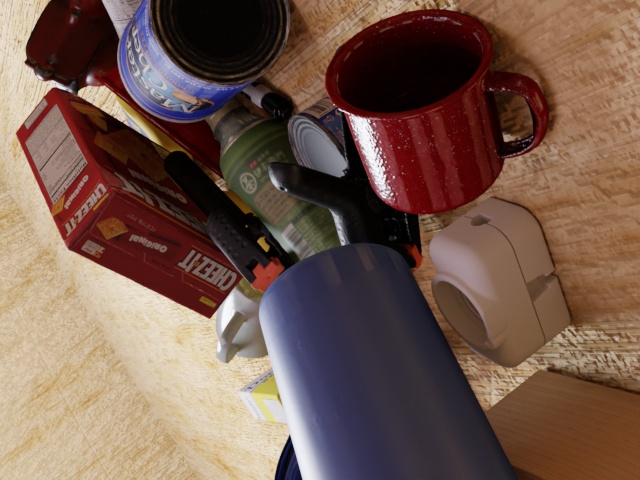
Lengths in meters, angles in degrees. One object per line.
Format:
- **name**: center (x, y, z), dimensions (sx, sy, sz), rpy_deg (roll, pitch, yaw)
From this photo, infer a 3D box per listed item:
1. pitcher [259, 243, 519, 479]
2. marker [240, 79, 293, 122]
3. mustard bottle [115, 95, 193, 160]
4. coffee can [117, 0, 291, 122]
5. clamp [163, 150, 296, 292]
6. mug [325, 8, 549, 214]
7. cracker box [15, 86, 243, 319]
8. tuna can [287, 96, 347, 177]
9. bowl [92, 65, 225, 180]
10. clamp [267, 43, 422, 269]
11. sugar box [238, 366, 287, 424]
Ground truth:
- **pitcher**: center (0.037, 0.131, 0.669), dimensions (0.145, 0.149, 0.243), rpy_deg (92, 160, -56)
- **marker**: center (-0.062, -0.130, 0.898), dimensions (0.121, 0.020, 0.020), rpy_deg (40, 156, 40)
- **mustard bottle**: center (-0.176, -0.121, 1.134), dimensions (0.096, 0.058, 0.191), rpy_deg (53, 163, 35)
- **coffee can**: center (-0.092, -0.152, 0.806), dimensions (0.103, 0.102, 0.140), rpy_deg (58, 161, -6)
- **clamp**: center (-0.056, 0.001, 0.942), dimensions (0.164, 0.036, 0.210), rpy_deg (36, -172, -28)
- **mug**: center (0.069, -0.069, 0.595), dimensions (0.117, 0.093, 0.081), rpy_deg (1, 138, 23)
- **cracker box**: center (-0.175, -0.040, 0.984), dimensions (0.164, 0.072, 0.214), rpy_deg (31, -167, -40)
- **tuna can**: center (0.014, -0.064, 0.798), dimensions (0.086, 0.033, 0.086), rpy_deg (47, 160, 23)
- **bowl**: center (-0.126, -0.119, 0.971), dimensions (0.162, 0.055, 0.162), rpy_deg (38, 179, 1)
- **clamp**: center (0.031, -0.047, 0.729), dimensions (0.039, 0.120, 0.171), rpy_deg (13, 157, 36)
- **sugar box**: center (-0.026, 0.159, 1.178), dimensions (0.048, 0.093, 0.176), rpy_deg (59, 161, -6)
